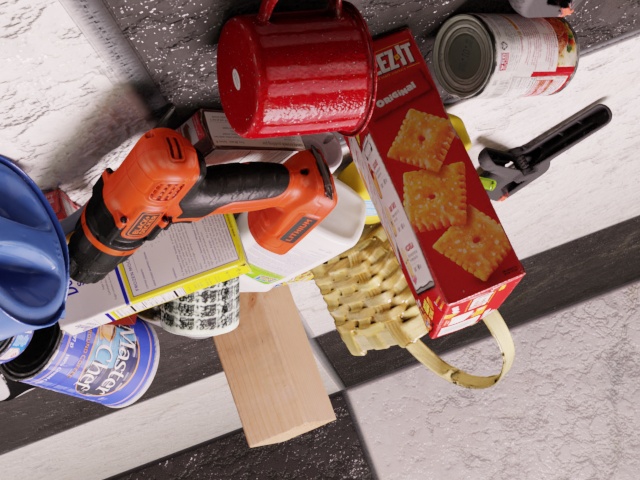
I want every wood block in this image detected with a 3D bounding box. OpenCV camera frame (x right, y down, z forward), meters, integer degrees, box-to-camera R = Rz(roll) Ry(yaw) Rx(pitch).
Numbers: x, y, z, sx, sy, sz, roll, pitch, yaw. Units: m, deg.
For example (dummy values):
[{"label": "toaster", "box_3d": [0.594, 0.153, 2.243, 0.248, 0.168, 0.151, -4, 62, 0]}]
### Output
[{"label": "wood block", "box_3d": [-0.069, 0.151, 1.375, 0.090, 0.206, 0.090, -27, 164, 23]}]

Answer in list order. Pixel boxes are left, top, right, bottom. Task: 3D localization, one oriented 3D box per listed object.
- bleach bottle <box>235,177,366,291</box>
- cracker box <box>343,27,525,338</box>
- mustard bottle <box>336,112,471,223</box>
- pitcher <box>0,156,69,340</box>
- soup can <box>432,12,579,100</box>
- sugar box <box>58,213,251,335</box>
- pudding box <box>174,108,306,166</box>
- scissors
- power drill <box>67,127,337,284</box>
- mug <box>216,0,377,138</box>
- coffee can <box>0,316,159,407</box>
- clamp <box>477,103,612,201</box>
[{"label": "bleach bottle", "box_3d": [-0.057, 0.001, 1.108, 0.102, 0.068, 0.251, 28, 151, -20]}, {"label": "cracker box", "box_3d": [0.083, -0.040, 0.863, 0.072, 0.214, 0.164, -22, 166, -3]}, {"label": "mustard bottle", "box_3d": [0.065, -0.062, 1.071, 0.096, 0.058, 0.192, -12, 163, -28]}, {"label": "pitcher", "box_3d": [-0.321, 0.032, 0.780, 0.243, 0.149, 0.145, -21, -179, 17]}, {"label": "soup can", "box_3d": [0.148, -0.147, 0.852, 0.102, 0.068, 0.069, -9, 162, -38]}, {"label": "sugar box", "box_3d": [-0.160, 0.013, 0.968, 0.176, 0.093, 0.048, -19, 166, -1]}, {"label": "pudding box", "box_3d": [-0.081, -0.070, 0.883, 0.090, 0.039, 0.113, -33, 163, 36]}, {"label": "scissors", "box_3d": [-0.165, -0.035, 0.866, 0.202, 0.016, 0.096, -42, 167, 15]}, {"label": "power drill", "box_3d": [-0.095, -0.020, 0.840, 0.187, 0.057, 0.185, -3, 155, -38]}, {"label": "mug", "box_3d": [-0.017, -0.121, 0.706, 0.081, 0.093, 0.117, -9, 131, -24]}, {"label": "coffee can", "box_3d": [-0.252, 0.111, 1.114, 0.103, 0.103, 0.140, -27, 148, 24]}, {"label": "clamp", "box_3d": [0.227, -0.087, 1.243, 0.164, 0.036, 0.210, -19, 167, -19]}]
